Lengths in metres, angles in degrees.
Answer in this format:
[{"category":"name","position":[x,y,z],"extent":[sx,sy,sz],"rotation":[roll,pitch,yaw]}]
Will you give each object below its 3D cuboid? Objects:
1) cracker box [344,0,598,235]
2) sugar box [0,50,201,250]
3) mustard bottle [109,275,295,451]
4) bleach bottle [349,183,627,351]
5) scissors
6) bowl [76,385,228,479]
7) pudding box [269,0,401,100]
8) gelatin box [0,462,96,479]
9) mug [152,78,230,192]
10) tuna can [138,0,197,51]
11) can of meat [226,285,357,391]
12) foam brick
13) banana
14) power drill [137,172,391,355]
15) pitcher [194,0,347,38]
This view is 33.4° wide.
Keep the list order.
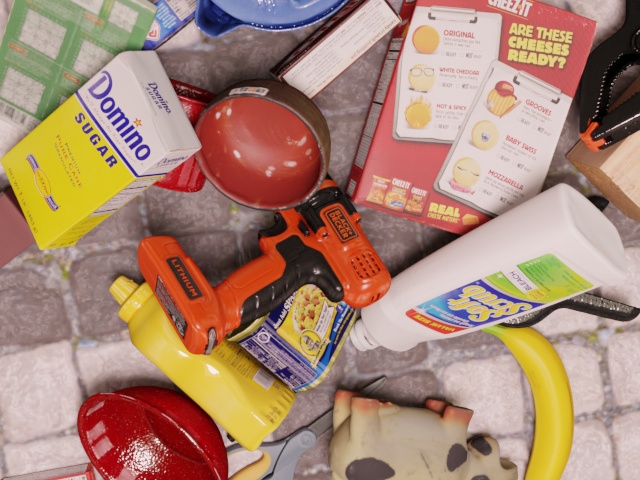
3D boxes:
[{"category":"cracker box","position":[0.130,-0.116,0.954],"extent":[0.164,0.072,0.214],"rotation":[16,97,-11]},{"category":"sugar box","position":[-0.185,-0.072,0.879],"extent":[0.177,0.048,0.093],"rotation":[-33,79,35]},{"category":"mustard bottle","position":[-0.111,0.100,0.950],"extent":[0.191,0.096,0.058],"rotation":[42,105,0]},{"category":"bleach bottle","position":[0.134,0.043,0.944],"extent":[0.251,0.068,0.102],"rotation":[-30,132,32]},{"category":"scissors","position":[-0.014,0.210,1.027],"extent":[0.201,0.016,0.096],"rotation":[-22,104,-2]},{"category":"bowl","position":[-0.140,0.185,0.963],"extent":[0.162,0.055,0.162],"rotation":[19,131,23]},{"category":"pudding box","position":[0.011,-0.167,0.921],"extent":[0.113,0.090,0.039],"rotation":[-43,103,3]},{"category":"gelatin box","position":[-0.251,0.254,1.001],"extent":[0.089,0.030,0.073],"rotation":[-10,100,-4]},{"category":"mug","position":[-0.139,-0.096,0.925],"extent":[0.117,0.093,0.081],"rotation":[24,103,18]},{"category":"tuna can","position":[-0.137,-0.184,0.904],"extent":[0.086,0.086,0.033],"rotation":[-38,104,1]},{"category":"can of meat","position":[-0.022,0.074,0.961],"extent":[0.084,0.058,0.102],"rotation":[42,50,-14]},{"category":"foam brick","position":[-0.288,-0.004,0.937],"extent":[0.078,0.053,0.051],"rotation":[-37,102,2]},{"category":"banana","position":[0.212,0.163,1.036],"extent":[0.070,0.037,0.198],"rotation":[-10,100,26]},{"category":"power drill","position":[-0.056,0.001,0.907],"extent":[0.187,0.057,0.184],"rotation":[-24,67,-22]},{"category":"pitcher","position":[-0.036,-0.235,0.825],"extent":[0.149,0.243,0.145],"rotation":[-11,102,-5]}]
